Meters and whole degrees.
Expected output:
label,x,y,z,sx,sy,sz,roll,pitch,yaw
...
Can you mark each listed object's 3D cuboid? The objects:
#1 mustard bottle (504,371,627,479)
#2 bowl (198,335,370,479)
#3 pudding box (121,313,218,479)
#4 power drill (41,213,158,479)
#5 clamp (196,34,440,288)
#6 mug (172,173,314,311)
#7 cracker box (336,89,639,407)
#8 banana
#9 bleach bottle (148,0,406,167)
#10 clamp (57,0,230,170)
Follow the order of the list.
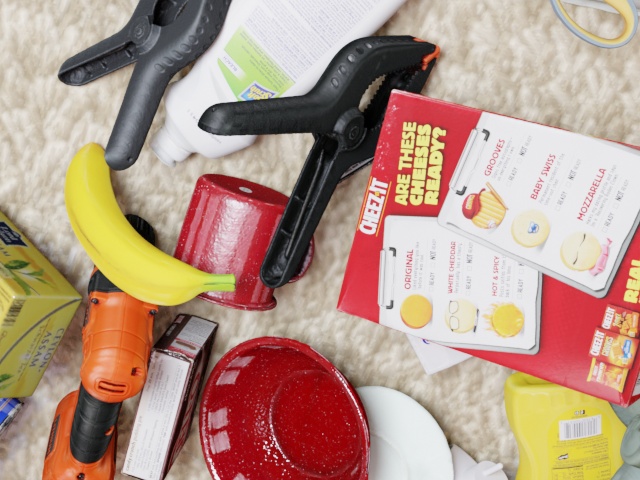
label,x,y,z,sx,sy,sz,roll,pitch,yaw
mustard bottle,0.201,0.194,0.851,0.096,0.058,0.191,-8,104,-6
bowl,-0.018,0.152,0.847,0.162,0.055,0.162,4,97,32
pudding box,-0.119,0.125,0.852,0.039,0.090,0.113,15,106,2
power drill,-0.168,0.094,0.828,0.057,0.184,0.188,12,126,-12
clamp,0.010,-0.072,0.760,0.036,0.209,0.164,30,145,35
mug,-0.055,0.001,0.819,0.117,0.093,0.081,12,103,-29
cracker box,0.135,0.000,0.733,0.214,0.072,0.164,17,96,26
banana,-0.145,-0.008,0.782,0.198,0.069,0.037,43,131,33
bleach bottle,-0.037,-0.151,0.784,0.251,0.068,0.102,-40,99,17
clamp,-0.128,-0.147,0.785,0.120,0.039,0.171,43,100,32
